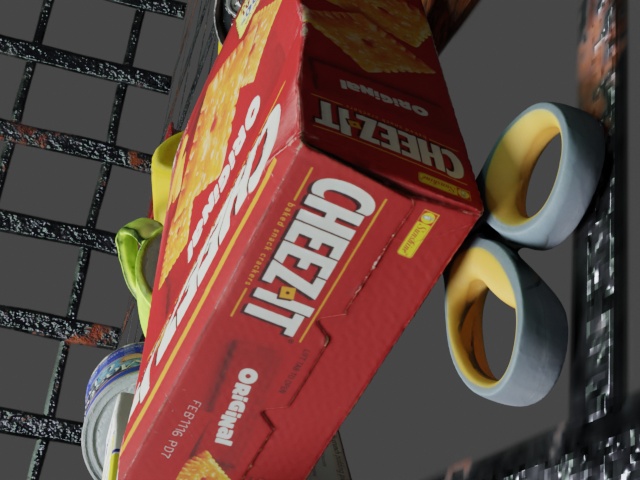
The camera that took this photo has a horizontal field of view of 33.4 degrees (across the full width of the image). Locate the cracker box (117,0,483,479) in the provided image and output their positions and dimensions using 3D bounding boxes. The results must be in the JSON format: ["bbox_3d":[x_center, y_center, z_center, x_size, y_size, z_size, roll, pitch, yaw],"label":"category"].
[{"bbox_3d":[-0.017,-0.019,0.438,0.213,0.072,0.164,-92,26,-56],"label":"cracker box"}]

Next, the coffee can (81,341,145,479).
[{"bbox_3d":[-0.139,0.143,0.859,0.140,0.102,0.103,-161,84,-78],"label":"coffee can"}]

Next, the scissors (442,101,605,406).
[{"bbox_3d":[0.051,-0.017,0.369,0.202,0.016,0.096,-106,32,-66],"label":"scissors"}]
